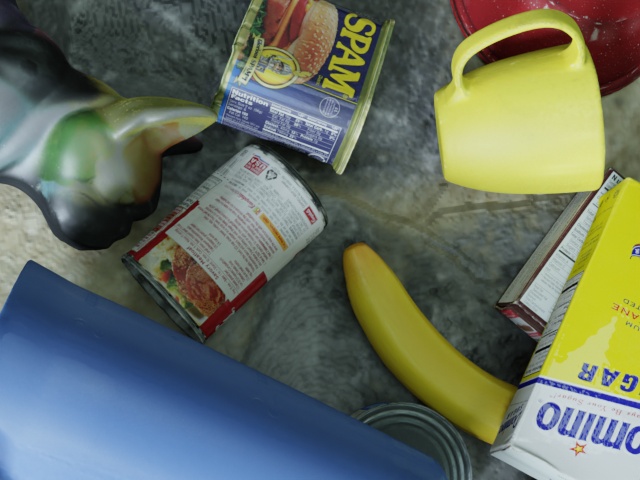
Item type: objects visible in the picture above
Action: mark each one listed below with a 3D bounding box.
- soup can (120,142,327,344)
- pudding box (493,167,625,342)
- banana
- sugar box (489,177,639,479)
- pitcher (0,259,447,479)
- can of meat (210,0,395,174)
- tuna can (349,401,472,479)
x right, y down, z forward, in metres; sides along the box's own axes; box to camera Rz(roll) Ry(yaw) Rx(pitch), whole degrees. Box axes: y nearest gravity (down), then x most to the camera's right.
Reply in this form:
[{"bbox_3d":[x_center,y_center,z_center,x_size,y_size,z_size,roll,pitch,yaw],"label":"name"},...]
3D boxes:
[{"bbox_3d":[-0.054,0.001,0.612,0.102,0.068,0.068,-43,91,-13],"label":"soup can"},{"bbox_3d":[0.178,0.025,0.666,0.090,0.039,0.113,39,76,-2],"label":"pudding box"},{"bbox_3d":[0.088,0.076,0.640,0.198,0.037,0.069,29,87,-1],"label":"banana"},{"bbox_3d":[0.175,0.062,0.607,0.093,0.048,0.176,27,71,1],"label":"sugar box"},{"bbox_3d":[-0.063,0.110,0.533,0.242,0.145,0.149,25,66,-12],"label":"pitcher"},{"bbox_3d":[-0.010,-0.099,0.627,0.084,0.057,0.102,20,52,-4],"label":"can of meat"},{"bbox_3d":[0.043,0.138,0.628,0.086,0.034,0.086,1,82,-10],"label":"tuna can"}]
